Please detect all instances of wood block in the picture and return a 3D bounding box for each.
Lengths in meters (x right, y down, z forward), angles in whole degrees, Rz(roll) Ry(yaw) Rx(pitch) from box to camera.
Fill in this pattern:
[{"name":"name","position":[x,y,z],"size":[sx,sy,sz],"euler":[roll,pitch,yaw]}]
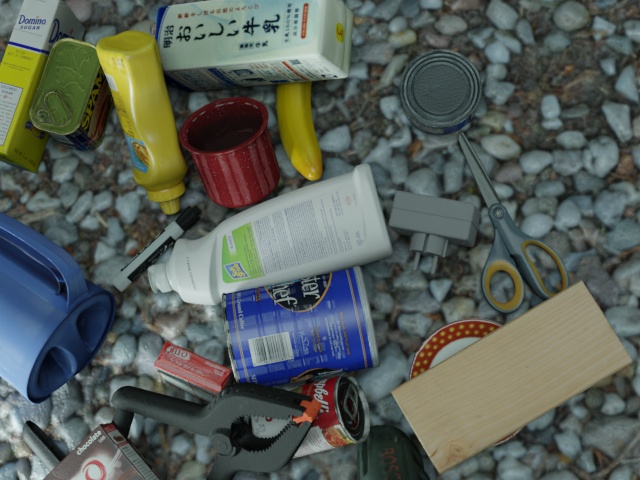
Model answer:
[{"name":"wood block","position":[0.180,0.132,1.022],"size":[0.206,0.090,0.091],"euler":[-30,79,0]}]

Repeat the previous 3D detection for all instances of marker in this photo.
[{"name":"marker","position":[-0.174,0.007,1.137],"size":[0.121,0.020,0.020],"euler":[-43,79,-3]}]

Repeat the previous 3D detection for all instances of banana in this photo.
[{"name":"banana","position":[-0.019,-0.153,1.128],"size":[0.037,0.070,0.198],"euler":[15,72,-33]}]

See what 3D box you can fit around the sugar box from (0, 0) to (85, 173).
[{"name":"sugar box","position":[-0.309,-0.169,1.144],"size":[0.048,0.093,0.176],"euler":[18,82,8]}]

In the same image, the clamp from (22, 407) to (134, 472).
[{"name":"clamp","position":[-0.244,0.250,1.091],"size":[0.120,0.039,0.171],"euler":[-7,80,15]}]

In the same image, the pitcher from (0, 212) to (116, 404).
[{"name":"pitcher","position":[-0.338,0.041,1.088],"size":[0.243,0.145,0.149],"euler":[32,87,13]}]

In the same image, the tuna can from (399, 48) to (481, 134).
[{"name":"tuna can","position":[0.127,-0.156,1.130],"size":[0.086,0.033,0.086],"euler":[-1,80,5]}]

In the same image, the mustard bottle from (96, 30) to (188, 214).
[{"name":"mustard bottle","position":[-0.177,-0.115,1.104],"size":[0.058,0.096,0.191],"euler":[-22,117,-20]}]

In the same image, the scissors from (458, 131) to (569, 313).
[{"name":"scissors","position":[0.174,-0.010,1.108],"size":[0.096,0.016,0.202],"euler":[-39,78,-2]}]

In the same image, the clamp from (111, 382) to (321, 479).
[{"name":"clamp","position":[-0.086,0.197,1.026],"size":[0.210,0.036,0.164],"euler":[-15,109,27]}]

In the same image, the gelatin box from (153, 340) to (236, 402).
[{"name":"gelatin box","position":[-0.123,0.136,1.072],"size":[0.073,0.089,0.030],"euler":[23,72,8]}]

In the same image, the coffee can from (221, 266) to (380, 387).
[{"name":"coffee can","position":[-0.019,0.089,1.061],"size":[0.140,0.103,0.103],"euler":[-11,79,0]}]

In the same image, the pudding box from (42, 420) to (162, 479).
[{"name":"pudding box","position":[-0.219,0.247,1.046],"size":[0.113,0.039,0.090],"euler":[-44,81,7]}]

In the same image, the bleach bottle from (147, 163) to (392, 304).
[{"name":"bleach bottle","position":[-0.057,0.001,1.106],"size":[0.251,0.068,0.102],"euler":[-15,81,5]}]

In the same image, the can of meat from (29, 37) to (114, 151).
[{"name":"can of meat","position":[-0.260,-0.152,1.141],"size":[0.057,0.084,0.102],"euler":[15,81,8]}]

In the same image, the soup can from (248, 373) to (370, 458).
[{"name":"soup can","position":[-0.011,0.176,1.051],"size":[0.102,0.068,0.068],"euler":[-18,78,25]}]

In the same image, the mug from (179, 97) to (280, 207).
[{"name":"mug","position":[-0.085,-0.096,1.108],"size":[0.093,0.081,0.117],"euler":[5,46,22]}]
